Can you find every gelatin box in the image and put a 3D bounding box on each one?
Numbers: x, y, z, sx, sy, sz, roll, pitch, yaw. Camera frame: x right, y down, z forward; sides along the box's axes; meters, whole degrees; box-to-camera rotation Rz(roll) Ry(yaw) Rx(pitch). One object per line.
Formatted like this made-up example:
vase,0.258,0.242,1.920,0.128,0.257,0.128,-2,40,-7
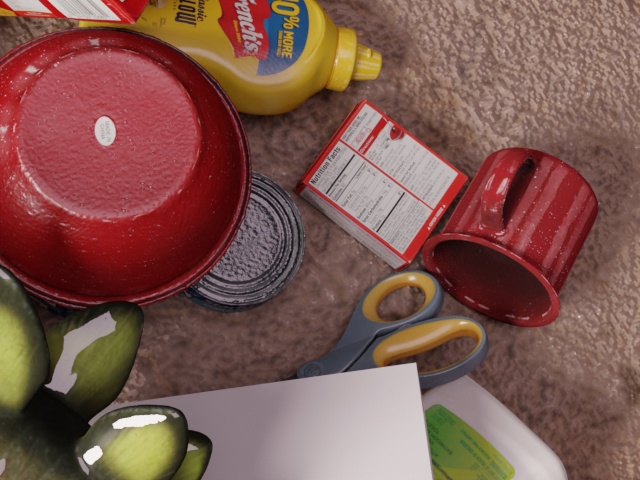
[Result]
gelatin box,0.039,-0.036,0.693,0.089,0.030,0.073,37,72,-3

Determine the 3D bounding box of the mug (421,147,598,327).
mug,0.121,-0.011,0.667,0.093,0.117,0.081,18,62,29

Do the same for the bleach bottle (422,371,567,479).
bleach bottle,0.017,0.186,0.605,0.250,0.068,0.103,-36,56,-18

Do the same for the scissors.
scissors,0.001,0.068,0.659,0.202,0.016,0.096,-11,45,3

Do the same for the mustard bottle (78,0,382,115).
mustard bottle,-0.054,-0.127,0.674,0.191,0.058,0.096,9,58,-13

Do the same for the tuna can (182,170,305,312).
tuna can,-0.054,0.001,0.657,0.086,0.034,0.086,3,76,-14

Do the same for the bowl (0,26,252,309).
bowl,-0.110,-0.047,0.553,0.162,0.055,0.162,3,75,-13
